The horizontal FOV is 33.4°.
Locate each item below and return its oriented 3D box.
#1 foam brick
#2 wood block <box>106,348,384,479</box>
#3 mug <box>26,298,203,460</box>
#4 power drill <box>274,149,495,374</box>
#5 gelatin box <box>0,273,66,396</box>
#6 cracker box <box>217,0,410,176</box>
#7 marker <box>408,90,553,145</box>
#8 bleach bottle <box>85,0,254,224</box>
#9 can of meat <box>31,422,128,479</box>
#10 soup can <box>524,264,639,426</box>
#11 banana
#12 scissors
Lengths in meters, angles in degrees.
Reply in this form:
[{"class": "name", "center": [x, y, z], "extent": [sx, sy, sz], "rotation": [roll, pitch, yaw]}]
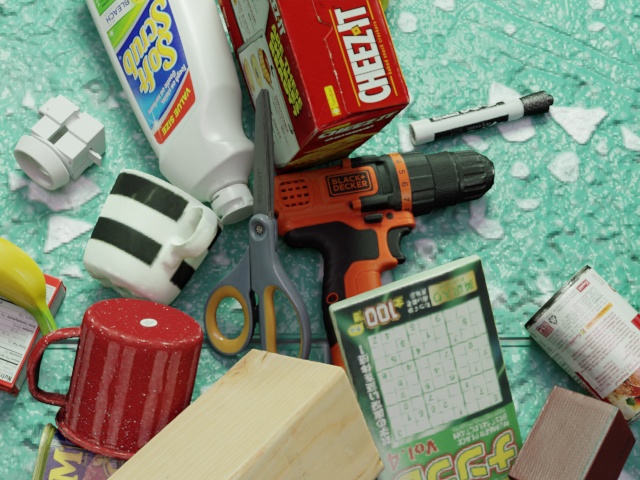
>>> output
[{"class": "foam brick", "center": [0.176, 0.152, 0.743], "extent": [0.051, 0.053, 0.078], "rotation": [16, 64, 40]}, {"class": "wood block", "center": [-0.066, 0.169, 0.664], "extent": [0.205, 0.091, 0.090], "rotation": [-41, 120, -35]}, {"class": "mug", "center": [-0.137, 0.088, 0.715], "extent": [0.117, 0.093, 0.081], "rotation": [10, 105, -15]}, {"class": "power drill", "center": [0.058, 0.024, 0.791], "extent": [0.184, 0.057, 0.187], "rotation": [-10, 69, -7]}, {"class": "gelatin box", "center": [-0.236, 0.059, 0.772], "extent": [0.073, 0.030, 0.089], "rotation": [19, 70, 2]}, {"class": "cracker box", "center": [-0.012, -0.142, 0.743], "extent": [0.072, 0.214, 0.164], "rotation": [-18, 89, -10]}, {"class": "marker", "center": [0.131, -0.100, 0.858], "extent": [0.121, 0.020, 0.020], "rotation": [-14, 72, -9]}, {"class": "bleach bottle", "center": [-0.105, -0.132, 0.819], "extent": [0.103, 0.068, 0.251], "rotation": [-33, 73, 26]}, {"class": "can of meat", "center": [-0.152, 0.181, 0.719], "extent": [0.084, 0.057, 0.102], "rotation": [10, 70, -3]}, {"class": "soup can", "center": [0.207, 0.076, 0.774], "extent": [0.068, 0.068, 0.102], "rotation": [-40, 77, -16]}, {"class": "banana", "center": [-0.269, 0.020, 0.713], "extent": [0.197, 0.037, 0.069], "rotation": [9, 67, -26]}, {"class": "scissors", "center": [-0.055, 0.001, 0.756], "extent": [0.096, 0.016, 0.202], "rotation": [-9, 97, 31]}]
